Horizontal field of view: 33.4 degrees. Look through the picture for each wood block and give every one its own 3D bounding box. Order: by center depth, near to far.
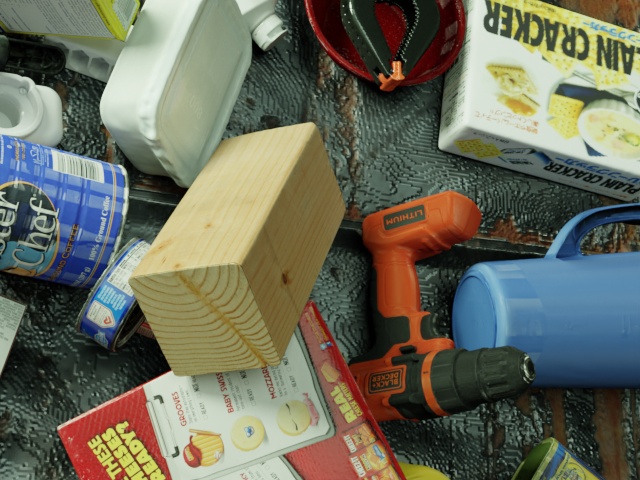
[{"bbox_3d":[-0.055,0.001,0.822,0.206,0.090,0.091,-66,141,-54],"label":"wood block"}]

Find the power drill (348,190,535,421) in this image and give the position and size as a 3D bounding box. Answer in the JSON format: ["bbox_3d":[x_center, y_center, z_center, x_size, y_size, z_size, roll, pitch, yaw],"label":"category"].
[{"bbox_3d":[0.092,0.056,0.881,0.057,0.185,0.187,35,51,-42],"label":"power drill"}]

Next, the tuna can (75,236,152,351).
[{"bbox_3d":[-0.147,0.041,0.811,0.034,0.086,0.086,33,64,3],"label":"tuna can"}]

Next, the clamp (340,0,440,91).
[{"bbox_3d":[0.073,-0.238,0.977,0.164,0.036,0.210,-2,75,-19],"label":"clamp"}]

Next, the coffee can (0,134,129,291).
[{"bbox_3d":[-0.229,-0.025,0.806,0.140,0.103,0.103,14,67,-27],"label":"coffee can"}]

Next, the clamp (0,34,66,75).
[{"bbox_3d":[-0.297,-0.158,0.842,0.171,0.120,0.039,8,91,-1],"label":"clamp"}]

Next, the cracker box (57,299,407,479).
[{"bbox_3d":[-0.064,0.166,0.810,0.213,0.072,0.164,-27,80,-9],"label":"cracker box"}]

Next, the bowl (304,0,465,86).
[{"bbox_3d":[0.054,-0.209,1.014,0.162,0.055,0.162,6,70,-17],"label":"bowl"}]

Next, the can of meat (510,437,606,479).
[{"bbox_3d":[0.203,0.233,0.914,0.084,0.058,0.102,39,64,-1],"label":"can of meat"}]

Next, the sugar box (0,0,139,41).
[{"bbox_3d":[-0.243,-0.206,0.848,0.176,0.093,0.048,10,67,17],"label":"sugar box"}]

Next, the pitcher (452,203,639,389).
[{"bbox_3d":[0.246,0.061,0.949,0.242,0.145,0.149,0,45,-16],"label":"pitcher"}]
